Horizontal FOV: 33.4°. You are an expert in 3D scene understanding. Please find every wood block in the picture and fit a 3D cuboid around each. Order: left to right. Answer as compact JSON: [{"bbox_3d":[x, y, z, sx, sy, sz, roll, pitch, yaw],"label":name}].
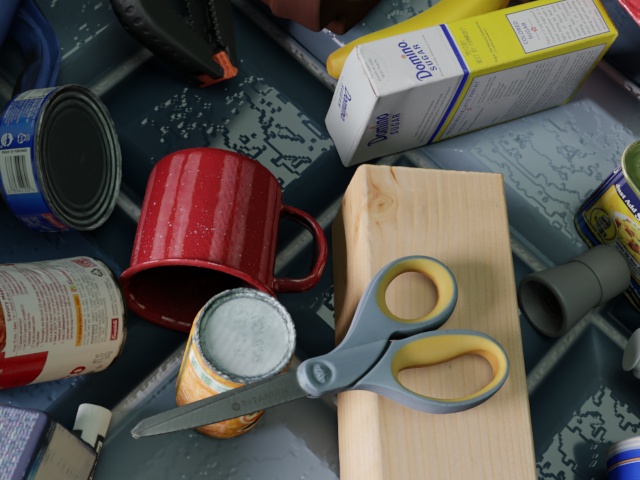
[{"bbox_3d":[0.060,0.070,0.616,0.090,0.090,0.206,3,65,-11],"label":"wood block"}]

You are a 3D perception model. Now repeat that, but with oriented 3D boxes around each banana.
[{"bbox_3d":[0.087,-0.164,0.758,0.070,0.037,0.197,32,62,19],"label":"banana"}]

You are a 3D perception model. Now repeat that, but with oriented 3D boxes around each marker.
[{"bbox_3d":[-0.139,0.149,0.579,0.020,0.020,0.121,15,64,-5],"label":"marker"}]

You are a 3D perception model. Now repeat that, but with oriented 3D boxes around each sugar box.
[{"bbox_3d":[0.096,-0.107,0.701,0.176,0.093,0.048,-14,69,-18],"label":"sugar box"}]

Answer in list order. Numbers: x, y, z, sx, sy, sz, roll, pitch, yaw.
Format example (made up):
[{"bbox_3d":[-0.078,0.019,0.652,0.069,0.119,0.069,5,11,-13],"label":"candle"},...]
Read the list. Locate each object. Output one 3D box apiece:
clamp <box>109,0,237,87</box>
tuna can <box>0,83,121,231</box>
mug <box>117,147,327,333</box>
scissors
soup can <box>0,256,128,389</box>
[{"bbox_3d":[-0.107,-0.200,0.679,0.210,0.036,0.164,58,47,-24],"label":"clamp"},{"bbox_3d":[-0.153,-0.048,0.627,0.034,0.086,0.086,-3,63,21],"label":"tuna can"},{"bbox_3d":[-0.054,0.001,0.623,0.117,0.093,0.081,5,60,2],"label":"mug"},{"bbox_3d":[0.002,0.051,0.539,0.201,0.016,0.096,2,61,-20],"label":"scissors"},{"bbox_3d":[-0.162,0.044,0.566,0.102,0.069,0.068,-5,63,-47],"label":"soup can"}]
